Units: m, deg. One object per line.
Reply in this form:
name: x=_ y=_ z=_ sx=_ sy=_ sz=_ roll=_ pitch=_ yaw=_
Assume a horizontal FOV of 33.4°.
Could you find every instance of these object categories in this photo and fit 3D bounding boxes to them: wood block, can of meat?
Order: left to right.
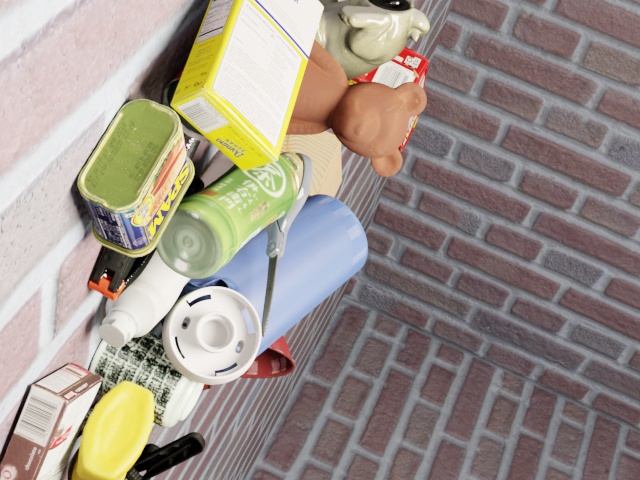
can of meat: x=-0.145 y=-0.051 z=0.845 sx=0.084 sy=0.057 sz=0.102 roll=92 pitch=22 yaw=-66
wood block: x=-0.027 y=-0.092 z=1.512 sx=0.206 sy=0.090 sz=0.091 roll=81 pitch=34 yaw=-78

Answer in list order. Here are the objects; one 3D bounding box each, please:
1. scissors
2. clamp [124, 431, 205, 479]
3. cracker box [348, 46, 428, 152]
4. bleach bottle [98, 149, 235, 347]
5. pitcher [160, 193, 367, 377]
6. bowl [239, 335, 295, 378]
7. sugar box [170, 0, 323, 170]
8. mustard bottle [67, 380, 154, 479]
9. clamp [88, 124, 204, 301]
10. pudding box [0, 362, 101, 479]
scissors: x=-0.057 y=0.001 z=1.133 sx=0.096 sy=0.016 sz=0.201 roll=4 pitch=-107 yaw=51
clamp: x=-0.212 y=0.271 z=1.252 sx=0.164 sy=0.036 sz=0.210 roll=-36 pitch=-175 yaw=-11
cracker box: x=0.051 y=-0.206 z=1.395 sx=0.072 sy=0.164 sz=0.213 roll=-62 pitch=173 yaw=-9
bleach bottle: x=-0.139 y=0.009 z=1.058 sx=0.103 sy=0.068 sz=0.250 roll=-51 pitch=-176 yaw=44
pitcher: x=-0.064 y=0.050 z=1.230 sx=0.242 sy=0.149 sz=0.145 roll=-34 pitch=118 yaw=-35
bowl: x=-0.110 y=0.137 z=1.457 sx=0.162 sy=0.162 sz=0.055 roll=100 pitch=-2 yaw=-65
sugar box: x=-0.057 y=-0.156 z=0.884 sx=0.048 sy=0.093 sz=0.176 roll=-15 pitch=-133 yaw=36
mustard bottle: x=-0.212 y=0.212 z=1.051 sx=0.192 sy=0.058 sz=0.096 roll=124 pitch=-12 yaw=-58
clamp: x=-0.151 y=-0.027 z=0.964 sx=0.120 sy=0.039 sz=0.171 roll=96 pitch=20 yaw=-55
pudding box: x=-0.244 y=0.173 z=0.950 sx=0.113 sy=0.039 sz=0.090 roll=-64 pitch=176 yaw=9
